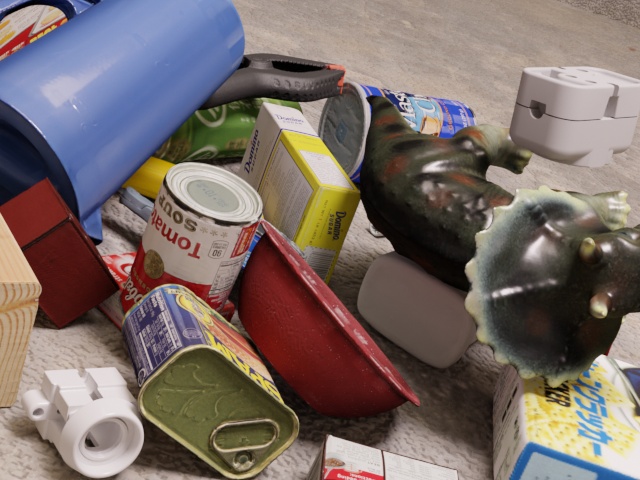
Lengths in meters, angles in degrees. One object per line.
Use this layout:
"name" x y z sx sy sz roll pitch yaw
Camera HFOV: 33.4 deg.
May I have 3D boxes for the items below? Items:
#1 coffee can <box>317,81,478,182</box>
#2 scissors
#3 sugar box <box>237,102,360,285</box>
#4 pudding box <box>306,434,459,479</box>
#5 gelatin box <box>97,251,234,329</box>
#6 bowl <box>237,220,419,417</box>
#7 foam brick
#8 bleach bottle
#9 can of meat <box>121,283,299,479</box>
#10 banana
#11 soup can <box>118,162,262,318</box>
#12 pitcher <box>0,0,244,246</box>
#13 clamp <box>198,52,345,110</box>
"coffee can" 0.081 -0.107 1.127 0.140 0.103 0.103 5 28 -27
"scissors" -0.136 -0.024 0.868 0.202 0.016 0.096 36 7 33
"sugar box" -0.024 -0.044 0.932 0.048 0.093 0.176 11 26 -23
"pudding box" 0.037 0.165 0.605 0.090 0.039 0.113 17 26 -6
"gelatin box" -0.117 0.041 0.766 0.073 0.030 0.089 -8 35 -45
"bowl" -0.006 0.064 0.713 0.162 0.055 0.162 49 1 -2
"foam brick" -0.179 0.010 0.714 0.051 0.078 0.053 -33 47 -9
"bleach bottle" 0.135 0.033 0.924 0.103 0.068 0.250 32 25 24
"can of meat" -0.069 0.082 0.645 0.102 0.057 0.084 44 5 -32
"banana" -0.125 -0.045 0.919 0.198 0.037 0.069 23 7 11
"soup can" -0.085 0.009 0.696 0.068 0.102 0.068 19 30 -11
"pitcher" -0.171 -0.124 0.821 0.145 0.149 0.242 20 46 23
"clamp" -0.064 -0.155 1.027 0.209 0.036 0.165 1 25 -24
